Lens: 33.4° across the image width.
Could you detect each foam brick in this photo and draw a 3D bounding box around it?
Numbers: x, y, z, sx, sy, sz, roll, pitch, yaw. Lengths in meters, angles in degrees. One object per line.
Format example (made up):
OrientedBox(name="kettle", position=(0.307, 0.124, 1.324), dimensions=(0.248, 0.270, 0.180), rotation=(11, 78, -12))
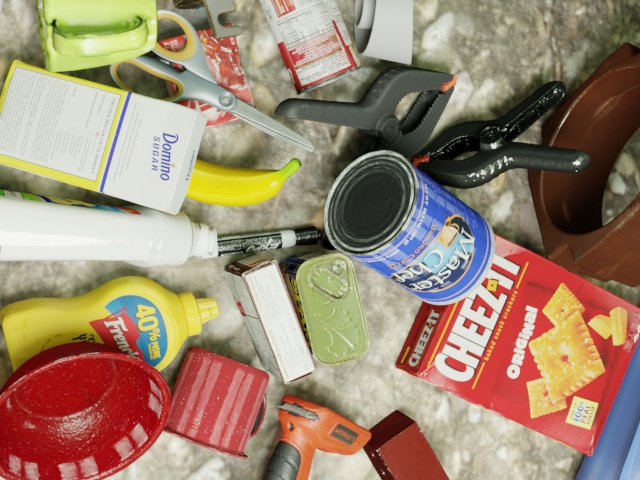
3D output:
OrientedBox(name="foam brick", position=(0.083, 0.219, 1.064), dimensions=(0.051, 0.053, 0.078), rotation=(-32, 101, -13))

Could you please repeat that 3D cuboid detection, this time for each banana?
OrientedBox(name="banana", position=(-0.118, -0.071, 0.983), dimensions=(0.198, 0.037, 0.070), rotation=(14, 115, 0))

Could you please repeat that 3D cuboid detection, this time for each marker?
OrientedBox(name="marker", position=(-0.057, 0.001, 1.028), dimensions=(0.121, 0.020, 0.020), rotation=(-7, 95, -17))

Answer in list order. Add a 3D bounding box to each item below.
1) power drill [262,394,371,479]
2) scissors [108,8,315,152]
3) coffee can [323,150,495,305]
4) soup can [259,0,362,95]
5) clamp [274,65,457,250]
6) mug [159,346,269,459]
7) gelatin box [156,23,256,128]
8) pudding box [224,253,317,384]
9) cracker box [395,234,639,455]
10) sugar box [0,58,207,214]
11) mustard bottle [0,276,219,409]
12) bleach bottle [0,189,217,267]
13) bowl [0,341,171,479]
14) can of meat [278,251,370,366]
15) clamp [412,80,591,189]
OrientedBox(name="power drill", position=(-0.018, 0.253, 1.010), dimensions=(0.184, 0.057, 0.187), rotation=(40, 68, -51))
OrientedBox(name="scissors", position=(-0.091, -0.149, 0.979), dimensions=(0.201, 0.016, 0.096), rotation=(12, 90, -16))
OrientedBox(name="coffee can", position=(0.085, -0.010, 0.999), dimensions=(0.140, 0.103, 0.103), rotation=(30, 83, -45))
OrientedBox(name="soup can", position=(-0.010, -0.197, 1.007), dimensions=(0.068, 0.069, 0.102), rotation=(-25, 99, -14))
OrientedBox(name="clamp", position=(0.049, -0.112, 1.020), dimensions=(0.209, 0.036, 0.164), rotation=(-43, 131, -20))
OrientedBox(name="mug", position=(-0.090, 0.152, 0.997), dimensions=(0.117, 0.093, 0.081), rotation=(29, 78, -47))
OrientedBox(name="gelatin box", position=(-0.108, -0.151, 0.999), dimensions=(0.073, 0.030, 0.089), rotation=(-17, 97, -15))
OrientedBox(name="pudding box", position=(-0.047, 0.072, 0.998), dimensions=(0.039, 0.090, 0.113), rotation=(-24, 99, -14))
OrientedBox(name="cracker box", position=(0.208, 0.101, 1.087), dimensions=(0.213, 0.072, 0.164), rotation=(26, 85, -16))
OrientedBox(name="sugar box", position=(-0.196, -0.090, 0.934), dimensions=(0.176, 0.048, 0.093), rotation=(17, 89, 6))
OrientedBox(name="mustard bottle", position=(-0.186, 0.084, 0.972), dimensions=(0.191, 0.058, 0.096), rotation=(-14, 110, -17))
OrientedBox(name="bleach bottle", position=(-0.218, -0.009, 0.947), dimensions=(0.250, 0.103, 0.068), rotation=(4, 94, -23))
OrientedBox(name="bowl", position=(-0.213, 0.140, 0.919), dimensions=(0.162, 0.055, 0.162), rotation=(-15, 133, -17))
OrientedBox(name="can of meat", position=(0.000, 0.061, 1.015), dimensions=(0.057, 0.084, 0.102), rotation=(-15, 97, -16))
OrientedBox(name="clamp", position=(0.177, -0.101, 1.058), dimensions=(0.172, 0.120, 0.039), rotation=(-8, 133, 16))
